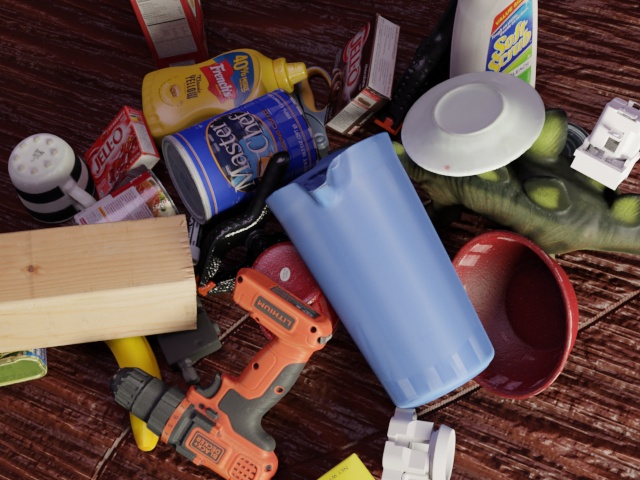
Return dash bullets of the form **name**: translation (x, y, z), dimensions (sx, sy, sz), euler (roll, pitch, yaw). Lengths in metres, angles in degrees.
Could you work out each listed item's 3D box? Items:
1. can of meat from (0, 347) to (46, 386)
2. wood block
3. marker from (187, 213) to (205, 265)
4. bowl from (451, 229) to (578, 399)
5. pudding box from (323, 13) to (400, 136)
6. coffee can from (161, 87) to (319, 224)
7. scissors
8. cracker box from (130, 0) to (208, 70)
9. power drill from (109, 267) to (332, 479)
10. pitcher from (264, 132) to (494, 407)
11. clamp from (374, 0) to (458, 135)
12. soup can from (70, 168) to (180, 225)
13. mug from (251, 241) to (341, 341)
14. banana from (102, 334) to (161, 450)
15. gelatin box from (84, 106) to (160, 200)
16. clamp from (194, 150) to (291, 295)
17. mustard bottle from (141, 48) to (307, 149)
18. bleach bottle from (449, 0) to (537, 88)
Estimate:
- **can of meat**: translation (-0.341, 0.106, 1.127), dimensions (0.102, 0.057, 0.084), euler (-13, 61, 2)
- **wood block**: translation (-0.233, 0.043, 1.075), dimensions (0.206, 0.090, 0.091), euler (-6, 55, -10)
- **marker**: translation (-0.135, -0.029, 1.191), dimensions (0.020, 0.020, 0.121), euler (1, 61, 10)
- **bowl**: translation (0.192, 0.067, 1.025), dimensions (0.055, 0.162, 0.162), euler (-8, 51, -38)
- **pudding box**: translation (0.047, -0.186, 1.206), dimensions (0.039, 0.090, 0.113), euler (21, 56, -23)
- **coffee can**: translation (-0.087, -0.092, 1.157), dimensions (0.140, 0.103, 0.103), euler (-26, 59, -17)
- **scissors**: translation (-0.020, -0.116, 1.223), dimensions (0.096, 0.016, 0.201), euler (-6, 59, 8)
- **cracker box**: translation (-0.195, -0.327, 1.259), dimensions (0.072, 0.213, 0.164), euler (-12, 59, 2)
- **power drill**: translation (-0.090, 0.123, 1.020), dimensions (0.184, 0.057, 0.188), euler (32, 100, 6)
- **pitcher**: translation (0.064, 0.029, 1.017), dimensions (0.149, 0.145, 0.243), euler (-28, 88, -34)
- **clamp**: translation (0.129, -0.214, 1.188), dimensions (0.036, 0.164, 0.210), euler (33, 79, 7)
- **soup can**: translation (-0.213, -0.024, 1.172), dimensions (0.102, 0.068, 0.068), euler (-33, 60, -9)
- **mug**: translation (-0.016, 0.049, 1.088), dimensions (0.117, 0.081, 0.093), euler (-22, 59, -3)
- **banana**: translation (-0.205, 0.126, 1.106), dimensions (0.069, 0.037, 0.198), euler (-44, 60, 4)
- **gelatin box**: translation (-0.227, -0.095, 1.212), dimensions (0.089, 0.030, 0.073), euler (-43, 56, 30)
- **clamp**: translation (-0.057, 0.001, 1.131), dimensions (0.171, 0.120, 0.039), euler (-47, 22, 4)
- **mustard bottle**: translation (-0.108, -0.172, 1.234), dimensions (0.192, 0.058, 0.096), euler (-14, 58, 9)
- **bleach bottle**: translation (0.178, -0.226, 1.115), dimensions (0.102, 0.251, 0.068), euler (-31, 60, -9)
